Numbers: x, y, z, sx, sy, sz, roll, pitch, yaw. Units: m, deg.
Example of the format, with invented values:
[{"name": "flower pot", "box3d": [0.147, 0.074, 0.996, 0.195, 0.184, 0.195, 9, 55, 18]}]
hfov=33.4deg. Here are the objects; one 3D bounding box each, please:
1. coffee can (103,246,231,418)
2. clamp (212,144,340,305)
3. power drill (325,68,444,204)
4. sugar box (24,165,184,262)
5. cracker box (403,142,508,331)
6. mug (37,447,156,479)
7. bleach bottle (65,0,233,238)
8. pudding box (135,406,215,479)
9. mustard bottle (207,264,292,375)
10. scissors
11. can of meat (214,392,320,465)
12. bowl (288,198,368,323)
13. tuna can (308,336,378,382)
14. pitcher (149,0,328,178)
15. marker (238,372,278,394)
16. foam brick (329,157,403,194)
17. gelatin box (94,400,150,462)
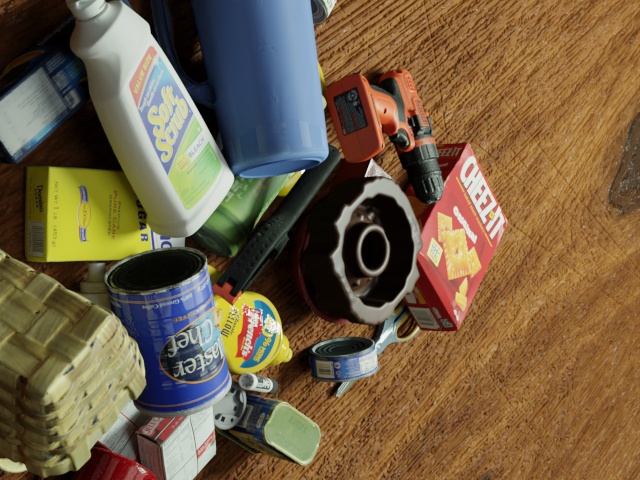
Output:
[{"name": "coffee can", "box3d": [-0.151, 0.091, 1.066, 0.102, 0.103, 0.140, -31, 122, -42]}, {"name": "clamp", "box3d": [-0.058, 0.001, 1.182, 0.036, 0.165, 0.209, 35, 54, 2]}, {"name": "power drill", "box3d": [0.086, -0.133, 1.338, 0.187, 0.057, 0.184, -3, 72, -61]}, {"name": "sugar box", "box3d": [-0.213, -0.026, 1.081, 0.175, 0.048, 0.093, -1, 95, -47]}, {"name": "cracker box", "box3d": [0.173, -0.006, 1.477, 0.164, 0.072, 0.213, 58, 48, -34]}, {"name": "mug", "box3d": [-0.227, 0.256, 1.075, 0.117, 0.093, 0.081, 27, 64, -8]}, {"name": "bleach bottle", "box3d": [-0.173, -0.125, 1.017, 0.102, 0.068, 0.250, -54, 136, -30]}, {"name": "pudding box", "box3d": [-0.153, 0.217, 1.145, 0.089, 0.039, 0.113, -45, 147, -40]}, {"name": "mustard bottle", "box3d": [-0.098, 0.101, 1.213, 0.191, 0.058, 0.096, 34, 71, -45]}, {"name": "scissors", "box3d": [0.075, 0.123, 1.436, 0.201, 0.016, 0.096, -30, 114, -43]}, {"name": "can of meat", "box3d": [-0.060, 0.219, 1.246, 0.102, 0.084, 0.057, 42, 64, -41]}, {"name": "bowl", "box3d": [0.011, 0.020, 1.325, 0.161, 0.055, 0.162, -7, 99, -47]}, {"name": "tuna can", "box3d": [0.028, 0.148, 1.336, 0.085, 0.086, 0.034, -18, 106, -45]}, {"name": "pitcher", "box3d": [-0.074, -0.192, 1.123, 0.144, 0.149, 0.243, -3, 82, -55]}, {"name": "marker", "box3d": [-0.071, 0.167, 1.240, 0.121, 0.020, 0.020, 45, 57, -75]}, {"name": "foam brick", "box3d": [0.059, -0.066, 1.372, 0.078, 0.051, 0.053, 39, 67, -42]}, {"name": "gelatin box", "box3d": [-0.211, 0.186, 1.118, 0.089, 0.030, 0.073, 52, 59, -38]}]
